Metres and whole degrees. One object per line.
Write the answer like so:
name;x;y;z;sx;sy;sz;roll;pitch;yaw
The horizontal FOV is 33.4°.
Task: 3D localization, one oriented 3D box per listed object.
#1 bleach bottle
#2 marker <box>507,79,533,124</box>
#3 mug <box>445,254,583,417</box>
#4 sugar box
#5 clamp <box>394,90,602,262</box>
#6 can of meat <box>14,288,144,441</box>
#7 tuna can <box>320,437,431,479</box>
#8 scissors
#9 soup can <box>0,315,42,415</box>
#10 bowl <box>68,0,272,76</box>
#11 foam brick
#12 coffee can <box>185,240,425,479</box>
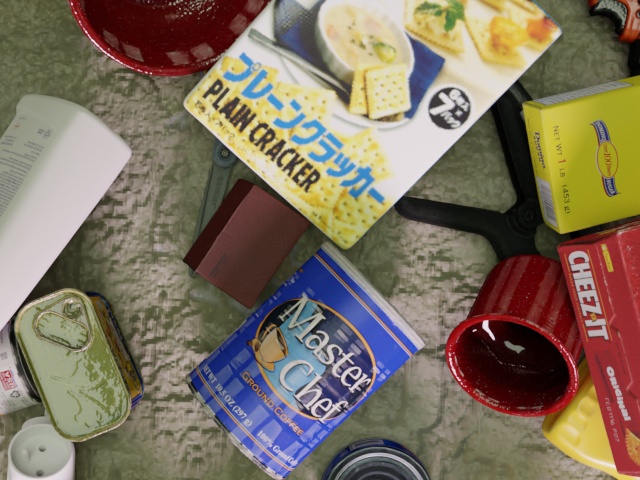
bleach bottle;-0.235;0.018;0.735;0.068;0.103;0.250;43;73;-37
marker;0.176;-0.076;0.805;0.020;0.020;0.121;-41;89;-1
mug;0.146;0.073;0.763;0.093;0.081;0.117;13;131;20
sugar box;0.238;-0.071;0.753;0.176;0.048;0.093;-14;105;-3
clamp;0.141;-0.016;0.794;0.120;0.039;0.171;-40;90;7
can of meat;-0.169;0.086;0.767;0.057;0.084;0.102;-23;89;-1
tuna can;0.042;0.191;0.790;0.086;0.034;0.086;0;88;0
scissors;-0.052;-0.073;0.806;0.096;0.016;0.202;0;89;0
soup can;-0.257;0.100;0.774;0.102;0.068;0.068;-18;89;-1
bowl;-0.108;-0.201;0.756;0.161;0.055;0.162;-13;123;-21
foam brick;-0.055;0.001;0.779;0.053;0.051;0.078;36;88;-18
coffee can;-0.011;0.084;0.758;0.140;0.103;0.103;-44;89;-1
